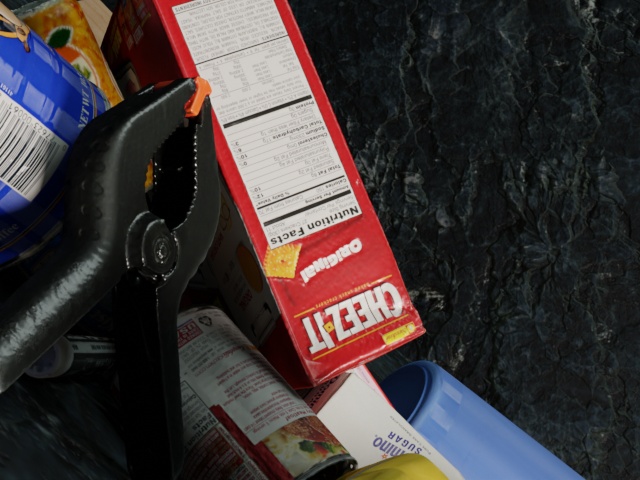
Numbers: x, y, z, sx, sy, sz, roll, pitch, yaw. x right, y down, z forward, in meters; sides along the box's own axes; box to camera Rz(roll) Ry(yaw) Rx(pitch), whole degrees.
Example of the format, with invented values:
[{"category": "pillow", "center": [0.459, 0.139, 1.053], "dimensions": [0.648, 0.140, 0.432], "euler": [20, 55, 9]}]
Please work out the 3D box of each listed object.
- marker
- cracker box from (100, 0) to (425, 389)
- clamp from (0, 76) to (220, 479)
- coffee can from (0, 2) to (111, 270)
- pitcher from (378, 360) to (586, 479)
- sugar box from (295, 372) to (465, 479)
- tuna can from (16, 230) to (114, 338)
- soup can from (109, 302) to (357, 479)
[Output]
[{"category": "marker", "center": [-0.106, 0.053, 0.496], "dimensions": [0.020, 0.020, 0.121], "euler": [46, 2, 10]}, {"category": "cracker box", "center": [-0.040, -0.032, 0.558], "dimensions": [0.214, 0.072, 0.164], "euler": [67, -20, 1]}, {"category": "clamp", "center": [-0.082, 0.006, 0.417], "dimensions": [0.039, 0.171, 0.120], "euler": [-2, -19, 25]}, {"category": "coffee can", "center": [-0.166, -0.063, 0.420], "dimensions": [0.140, 0.103, 0.103], "euler": [44, 3, -46]}, {"category": "pitcher", "center": [0.135, 0.215, 0.916], "dimensions": [0.242, 0.149, 0.145], "euler": [42, 18, -17]}, {"category": "sugar box", "center": [0.013, 0.117, 0.630], "dimensions": [0.093, 0.048, 0.176], "euler": [44, -16, -9]}, {"category": "tuna can", "center": [-0.130, 0.015, 0.582], "dimensions": [0.086, 0.034, 0.086], "euler": [45, 2, -2]}, {"category": "soup can", "center": [-0.041, 0.086, 0.485], "dimensions": [0.102, 0.068, 0.068], "euler": [46, 2, 25]}]
